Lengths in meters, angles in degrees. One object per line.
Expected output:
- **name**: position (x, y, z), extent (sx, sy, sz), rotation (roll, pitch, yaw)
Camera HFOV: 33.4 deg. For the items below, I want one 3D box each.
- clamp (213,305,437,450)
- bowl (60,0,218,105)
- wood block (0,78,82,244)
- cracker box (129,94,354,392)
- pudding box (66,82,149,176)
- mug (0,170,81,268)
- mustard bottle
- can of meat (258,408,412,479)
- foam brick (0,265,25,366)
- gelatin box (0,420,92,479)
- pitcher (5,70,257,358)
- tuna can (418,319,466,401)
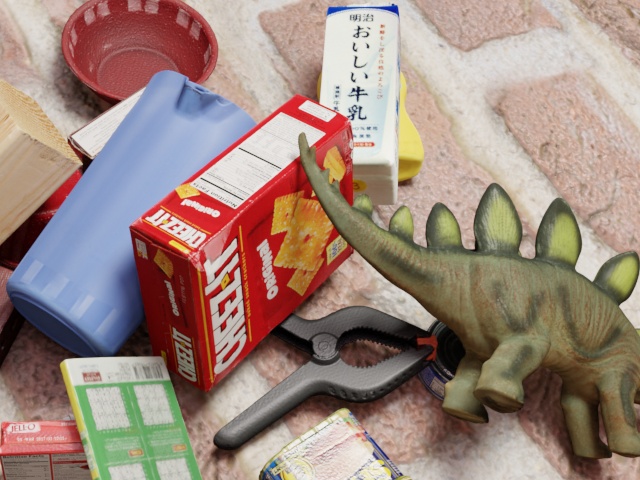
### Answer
- **clamp**: position (-0.001, 0.112, 0.951), extent (0.210, 0.036, 0.164), rotation (1, 56, 3)
- **bowl**: position (-0.190, -0.189, 1.125), extent (0.162, 0.055, 0.162), rotation (5, 55, -8)
- **wood block**: position (-0.314, -0.035, 0.886), extent (0.206, 0.090, 0.091), rotation (-43, 64, 6)
- **cracker box**: position (-0.056, 0.001, 0.912), extent (0.072, 0.164, 0.213), rotation (26, 50, 26)
- **pudding box**: position (-0.192, -0.092, 1.037), extent (0.039, 0.090, 0.113), rotation (38, 58, 15)
- **mug**: position (-0.265, -0.042, 0.984), extent (0.093, 0.082, 0.117), rotation (5, 55, -21)
- **mustard bottle**: position (0.046, -0.150, 1.144), extent (0.096, 0.058, 0.191), rotation (-5, 57, -8)
- **can of meat**: position (0.011, 0.202, 0.895), extent (0.102, 0.057, 0.084), rotation (-29, 63, -28)
- **foam brick**: position (-0.291, 0.066, 0.931), extent (0.051, 0.053, 0.078), rotation (18, 55, 2)
- **gelatin box**: position (-0.215, 0.172, 0.850), extent (0.073, 0.089, 0.030), rotation (0, 56, -11)
- **pitcher**: position (-0.158, -0.015, 0.937), extent (0.145, 0.149, 0.242), rotation (6, 54, 49)
- **tuna can**: position (0.134, 0.110, 0.997), extent (0.086, 0.034, 0.086), rotation (5, 55, -8)
